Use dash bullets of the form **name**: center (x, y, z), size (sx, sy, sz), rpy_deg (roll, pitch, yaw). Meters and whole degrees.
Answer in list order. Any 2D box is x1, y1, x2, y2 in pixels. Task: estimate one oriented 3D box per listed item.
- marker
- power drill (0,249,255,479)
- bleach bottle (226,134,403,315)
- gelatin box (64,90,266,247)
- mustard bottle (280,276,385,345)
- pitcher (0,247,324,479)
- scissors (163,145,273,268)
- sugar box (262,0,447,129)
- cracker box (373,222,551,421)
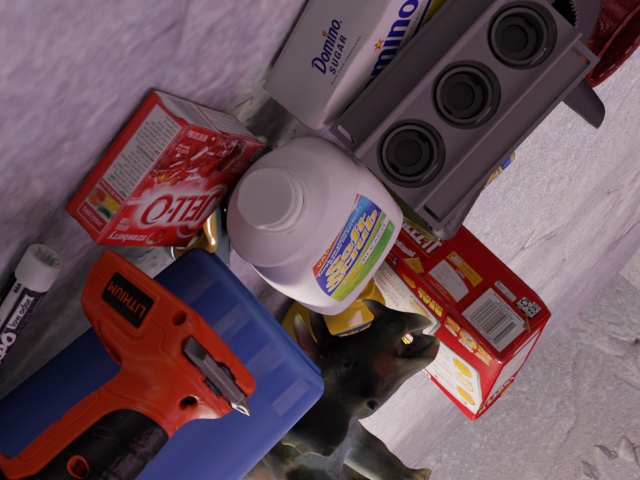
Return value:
- **marker**: center (-0.163, 0.052, 0.527), size (0.121, 0.020, 0.020), rpy_deg (-53, 162, 22)
- **power drill**: center (-0.132, 0.093, 0.469), size (0.187, 0.185, 0.057), rpy_deg (-48, 130, -13)
- **bleach bottle**: center (-0.009, -0.006, 0.635), size (0.102, 0.068, 0.250), rpy_deg (-54, 169, 4)
- **gelatin box**: center (-0.074, -0.032, 0.530), size (0.073, 0.030, 0.089), rpy_deg (-50, 163, 12)
- **mustard bottle**: center (0.007, 0.077, 0.927), size (0.096, 0.058, 0.192), rpy_deg (-18, 150, -28)
- **pitcher**: center (-0.121, 0.117, 0.581), size (0.243, 0.149, 0.145), rpy_deg (-42, 152, -4)
- **scissors**: center (-0.054, 0.001, 0.678), size (0.096, 0.016, 0.202), rpy_deg (-44, 163, -9)
- **sugar box**: center (0.051, -0.118, 0.607), size (0.175, 0.048, 0.093), rpy_deg (-25, 152, -54)
- **cracker box**: center (0.118, 0.064, 0.985), size (0.072, 0.164, 0.214), rpy_deg (-40, 162, -14)
